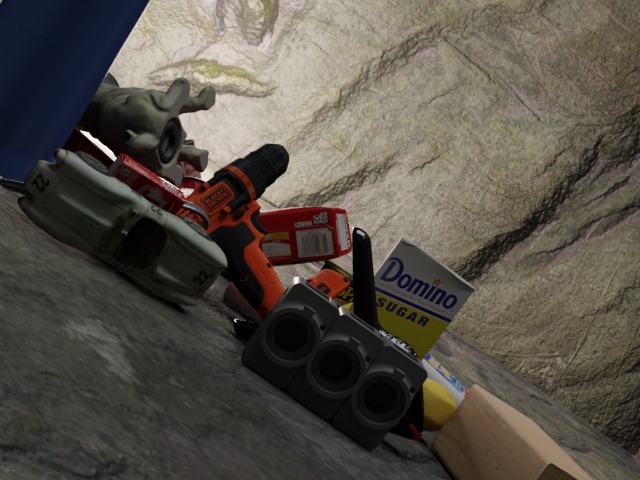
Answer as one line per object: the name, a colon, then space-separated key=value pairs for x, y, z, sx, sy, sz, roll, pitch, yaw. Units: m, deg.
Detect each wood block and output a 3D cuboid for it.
wood block: x=0.201 y=0.239 z=1.096 sx=0.090 sy=0.090 sz=0.206 roll=34 pitch=4 yaw=-17

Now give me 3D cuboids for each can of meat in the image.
can of meat: x=0.025 y=0.087 z=1.479 sx=0.102 sy=0.084 sz=0.057 roll=33 pitch=5 yaw=-32

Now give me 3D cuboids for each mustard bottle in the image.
mustard bottle: x=0.058 y=0.148 z=1.181 sx=0.191 sy=0.058 sz=0.096 roll=33 pitch=-6 yaw=-32

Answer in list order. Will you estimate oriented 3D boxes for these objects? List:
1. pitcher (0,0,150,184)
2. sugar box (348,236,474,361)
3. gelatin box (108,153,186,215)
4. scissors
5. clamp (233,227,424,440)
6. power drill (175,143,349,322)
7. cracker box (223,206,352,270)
pitcher: x=-0.272 y=-0.186 z=1.021 sx=0.149 sy=0.243 sz=0.145 roll=31 pitch=6 yaw=-46
sugar box: x=0.069 y=0.092 z=1.090 sx=0.093 sy=0.176 sz=0.048 roll=36 pitch=4 yaw=2
gelatin box: x=-0.181 y=-0.027 z=1.002 sx=0.073 sy=0.089 sz=0.030 roll=34 pitch=13 yaw=-27
scissors: x=-0.211 y=-0.014 z=1.038 sx=0.201 sy=0.096 sz=0.016 roll=4 pitch=41 yaw=-17
clamp: x=0.025 y=0.114 z=1.049 sx=0.210 sy=0.165 sz=0.036 roll=58 pitch=13 yaw=-3
power drill: x=-0.057 y=0.001 z=1.143 sx=0.187 sy=0.184 sz=0.057 roll=48 pitch=-30 yaw=4
cracker box: x=-0.049 y=-0.005 z=1.431 sx=0.164 sy=0.072 sz=0.213 roll=-6 pitch=1 yaw=6
